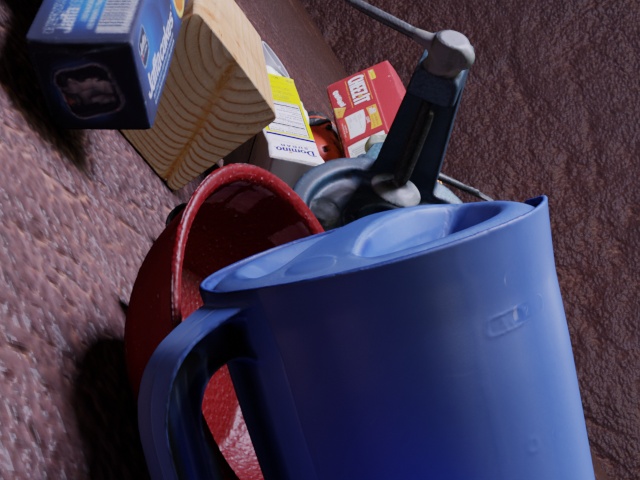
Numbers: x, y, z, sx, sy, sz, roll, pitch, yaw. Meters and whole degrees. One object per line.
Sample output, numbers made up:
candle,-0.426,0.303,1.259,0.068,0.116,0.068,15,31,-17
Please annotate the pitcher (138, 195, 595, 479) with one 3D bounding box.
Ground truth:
pitcher,0.038,0.112,0.406,0.145,0.149,0.243,-43,119,-78

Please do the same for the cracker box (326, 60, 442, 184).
cracker box,0.085,-0.032,0.977,0.164,0.072,0.213,-103,166,-52

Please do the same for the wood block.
wood block,-0.098,-0.130,0.787,0.090,0.091,0.206,51,10,-23

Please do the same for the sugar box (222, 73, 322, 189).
sugar box,-0.039,-0.055,0.806,0.048,0.093,0.176,9,27,-16

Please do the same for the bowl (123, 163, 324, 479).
bowl,-0.038,0.050,0.478,0.162,0.055,0.162,39,44,-51
